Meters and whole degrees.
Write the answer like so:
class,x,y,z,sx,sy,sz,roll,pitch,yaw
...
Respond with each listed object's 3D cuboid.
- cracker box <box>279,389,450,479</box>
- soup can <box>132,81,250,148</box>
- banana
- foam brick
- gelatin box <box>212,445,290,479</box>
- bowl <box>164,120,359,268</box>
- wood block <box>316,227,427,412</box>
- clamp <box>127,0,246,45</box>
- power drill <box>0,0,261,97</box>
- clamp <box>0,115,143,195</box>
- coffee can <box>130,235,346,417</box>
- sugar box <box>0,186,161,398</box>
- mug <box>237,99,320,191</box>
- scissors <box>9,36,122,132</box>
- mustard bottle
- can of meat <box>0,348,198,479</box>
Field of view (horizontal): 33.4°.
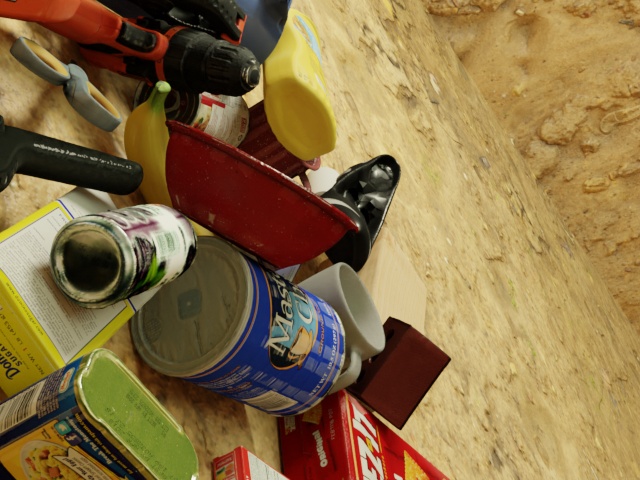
class,x,y,z,sx,sy,sz,roll,pitch,yaw
cracker box,0.058,0.242,0.896,0.213,0.072,0.164,45,24,-37
soup can,-0.115,-0.117,0.975,0.068,0.069,0.102,65,19,14
banana,-0.112,-0.031,0.868,0.037,0.070,0.198,-37,113,-33
foam brick,0.065,0.115,0.930,0.051,0.078,0.053,38,-7,-18
gelatin box,-0.039,0.201,0.770,0.089,0.030,0.073,45,23,-39
bowl,-0.054,-0.025,0.778,0.162,0.055,0.162,29,-4,2
wood block,0.044,0.080,1.065,0.091,0.090,0.206,55,19,-16
clamp,-0.129,-0.204,0.843,0.171,0.120,0.039,17,83,-24
power drill,-0.158,-0.162,0.814,0.187,0.185,0.057,23,84,-57
clamp,-0.222,-0.075,0.664,0.164,0.036,0.209,43,24,11
coffee can,-0.058,0.068,0.800,0.140,0.103,0.103,34,32,-53
sugar box,-0.165,0.026,0.677,0.093,0.048,0.176,57,16,-7
mug,-0.053,-0.080,1.059,0.117,0.082,0.093,62,19,4
scissors,-0.194,-0.129,0.782,0.096,0.016,0.202,38,4,-34
mustard bottle,-0.026,-0.169,1.032,0.191,0.058,0.096,-98,161,-48
can of meat,-0.128,0.117,0.580,0.102,0.084,0.057,52,21,-23
